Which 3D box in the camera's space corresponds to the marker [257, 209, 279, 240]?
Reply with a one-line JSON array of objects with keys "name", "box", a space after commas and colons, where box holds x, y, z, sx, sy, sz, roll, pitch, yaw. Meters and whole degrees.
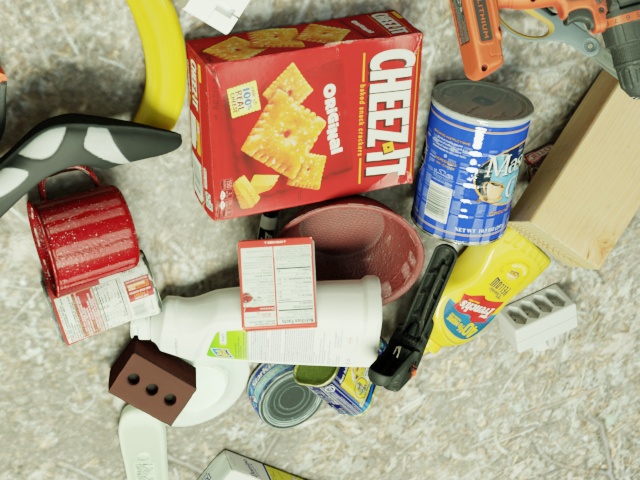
[{"name": "marker", "box": [-0.057, 0.001, 1.101, 0.020, 0.020, 0.121, -2, 121, -24]}]

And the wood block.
[{"name": "wood block", "box": [0.295, -0.080, 1.115, 0.091, 0.090, 0.206, 33, 86, -7]}]

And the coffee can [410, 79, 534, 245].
[{"name": "coffee can", "box": [0.153, -0.080, 1.091, 0.102, 0.103, 0.140, -6, 123, -21]}]

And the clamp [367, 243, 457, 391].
[{"name": "clamp", "box": [0.089, 0.114, 1.130, 0.164, 0.036, 0.210, -56, 166, -27]}]

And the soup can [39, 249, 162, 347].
[{"name": "soup can", "box": [-0.211, 0.055, 1.034, 0.102, 0.068, 0.068, -19, 127, -13]}]

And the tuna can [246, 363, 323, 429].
[{"name": "tuna can", "box": [-0.037, 0.170, 1.206, 0.086, 0.034, 0.086, -13, 124, -21]}]

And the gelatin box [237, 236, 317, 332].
[{"name": "gelatin box", "box": [-0.041, 0.043, 1.035, 0.073, 0.030, 0.089, -4, 85, 3]}]

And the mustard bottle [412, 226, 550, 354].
[{"name": "mustard bottle", "box": [0.169, 0.063, 1.220, 0.192, 0.058, 0.096, -46, 133, 9]}]

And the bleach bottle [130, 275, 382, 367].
[{"name": "bleach bottle", "box": [-0.067, 0.082, 1.087, 0.250, 0.068, 0.103, 1, 138, -3]}]

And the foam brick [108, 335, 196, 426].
[{"name": "foam brick", "box": [-0.173, 0.143, 1.104, 0.078, 0.051, 0.053, 32, 103, -15]}]

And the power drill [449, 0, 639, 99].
[{"name": "power drill", "box": [0.226, -0.210, 1.019, 0.187, 0.057, 0.184, -14, 92, -7]}]

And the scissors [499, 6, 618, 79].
[{"name": "scissors", "box": [0.267, -0.214, 1.058, 0.201, 0.016, 0.096, 21, 97, -3]}]

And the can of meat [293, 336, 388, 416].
[{"name": "can of meat", "box": [0.027, 0.133, 1.180, 0.083, 0.058, 0.102, 46, 57, -41]}]

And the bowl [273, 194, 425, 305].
[{"name": "bowl", "box": [0.024, 0.004, 1.099, 0.162, 0.055, 0.162, -2, 135, -2]}]

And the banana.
[{"name": "banana", "box": [-0.151, -0.157, 0.944, 0.069, 0.037, 0.198, -5, 123, -23]}]

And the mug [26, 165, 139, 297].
[{"name": "mug", "box": [-0.220, -0.014, 0.981, 0.081, 0.093, 0.117, -17, 90, -20]}]

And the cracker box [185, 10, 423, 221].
[{"name": "cracker box", "box": [-0.014, -0.118, 1.010, 0.213, 0.072, 0.164, -12, 125, -19]}]

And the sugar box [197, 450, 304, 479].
[{"name": "sugar box", "box": [-0.072, 0.320, 1.284, 0.176, 0.048, 0.093, 31, 105, -32]}]
